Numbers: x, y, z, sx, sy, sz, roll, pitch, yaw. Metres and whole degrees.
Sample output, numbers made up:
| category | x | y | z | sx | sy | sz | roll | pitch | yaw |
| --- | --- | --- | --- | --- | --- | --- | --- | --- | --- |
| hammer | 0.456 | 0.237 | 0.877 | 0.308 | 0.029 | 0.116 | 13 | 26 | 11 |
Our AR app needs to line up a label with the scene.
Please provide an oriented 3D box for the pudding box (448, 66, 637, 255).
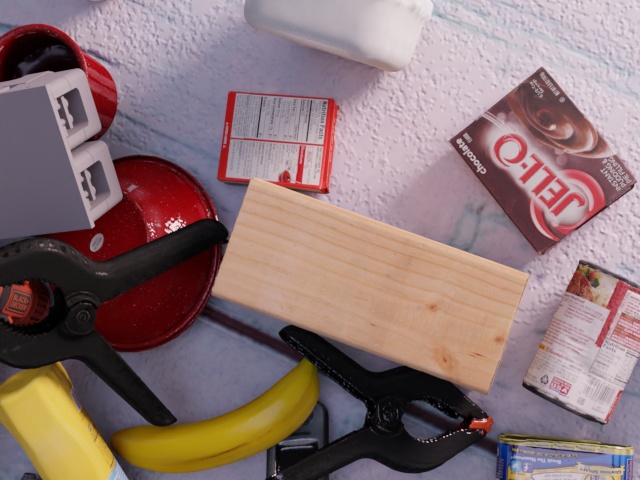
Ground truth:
| category | x | y | z | sx | sy | sz | roll | pitch | yaw |
| --- | --- | --- | --- | --- | --- | --- | --- | --- | --- |
| pudding box | 0.166 | -0.058 | 0.801 | 0.090 | 0.039 | 0.113 | -39 | 80 | 7 |

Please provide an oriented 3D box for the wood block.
| category | x | y | z | sx | sy | sz | roll | pitch | yaw |
| --- | --- | --- | --- | --- | --- | --- | --- | --- | --- |
| wood block | 0.036 | 0.031 | 0.782 | 0.206 | 0.091 | 0.090 | 19 | 91 | 5 |

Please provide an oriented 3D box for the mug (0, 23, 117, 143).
| category | x | y | z | sx | sy | sz | roll | pitch | yaw |
| --- | --- | --- | --- | --- | --- | --- | --- | --- | --- |
| mug | -0.209 | -0.109 | 0.859 | 0.093 | 0.081 | 0.117 | -35 | 80 | 7 |

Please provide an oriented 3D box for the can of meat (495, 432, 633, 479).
| category | x | y | z | sx | sy | sz | roll | pitch | yaw |
| --- | --- | --- | --- | --- | --- | --- | --- | --- | --- |
| can of meat | 0.175 | 0.187 | 0.774 | 0.102 | 0.057 | 0.084 | 3 | 84 | 11 |

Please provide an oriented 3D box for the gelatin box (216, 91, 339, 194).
| category | x | y | z | sx | sy | sz | roll | pitch | yaw |
| --- | --- | --- | --- | --- | --- | --- | --- | --- | --- |
| gelatin box | -0.033 | -0.078 | 0.848 | 0.089 | 0.030 | 0.073 | 6 | 86 | 12 |

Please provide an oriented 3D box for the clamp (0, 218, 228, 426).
| category | x | y | z | sx | sy | sz | roll | pitch | yaw |
| --- | --- | --- | --- | --- | --- | --- | --- | --- | --- |
| clamp | -0.168 | 0.040 | 0.763 | 0.036 | 0.209 | 0.164 | 26 | 96 | 56 |

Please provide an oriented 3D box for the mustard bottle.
| category | x | y | z | sx | sy | sz | roll | pitch | yaw |
| --- | --- | --- | --- | --- | --- | --- | --- | --- | --- |
| mustard bottle | -0.178 | 0.184 | 0.820 | 0.058 | 0.096 | 0.191 | -32 | 100 | -8 |

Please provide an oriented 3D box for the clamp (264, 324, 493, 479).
| category | x | y | z | sx | sy | sz | roll | pitch | yaw |
| --- | --- | --- | --- | --- | --- | --- | --- | --- | --- |
| clamp | 0.039 | 0.138 | 0.785 | 0.171 | 0.039 | 0.120 | 15 | 82 | -6 |

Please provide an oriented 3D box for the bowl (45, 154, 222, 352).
| category | x | y | z | sx | sy | sz | roll | pitch | yaw |
| --- | --- | --- | --- | --- | --- | --- | --- | --- | --- |
| bowl | -0.161 | 0.007 | 0.842 | 0.162 | 0.055 | 0.162 | -3 | 82 | 21 |

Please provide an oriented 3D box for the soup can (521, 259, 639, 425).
| category | x | y | z | sx | sy | sz | roll | pitch | yaw |
| --- | --- | --- | --- | --- | --- | --- | --- | --- | --- |
| soup can | 0.197 | 0.074 | 0.771 | 0.068 | 0.068 | 0.102 | 25 | 91 | 12 |

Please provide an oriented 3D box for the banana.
| category | x | y | z | sx | sy | sz | roll | pitch | yaw |
| --- | --- | --- | --- | --- | --- | --- | --- | --- | --- |
| banana | -0.077 | 0.144 | 0.825 | 0.198 | 0.069 | 0.037 | -25 | 123 | 12 |
